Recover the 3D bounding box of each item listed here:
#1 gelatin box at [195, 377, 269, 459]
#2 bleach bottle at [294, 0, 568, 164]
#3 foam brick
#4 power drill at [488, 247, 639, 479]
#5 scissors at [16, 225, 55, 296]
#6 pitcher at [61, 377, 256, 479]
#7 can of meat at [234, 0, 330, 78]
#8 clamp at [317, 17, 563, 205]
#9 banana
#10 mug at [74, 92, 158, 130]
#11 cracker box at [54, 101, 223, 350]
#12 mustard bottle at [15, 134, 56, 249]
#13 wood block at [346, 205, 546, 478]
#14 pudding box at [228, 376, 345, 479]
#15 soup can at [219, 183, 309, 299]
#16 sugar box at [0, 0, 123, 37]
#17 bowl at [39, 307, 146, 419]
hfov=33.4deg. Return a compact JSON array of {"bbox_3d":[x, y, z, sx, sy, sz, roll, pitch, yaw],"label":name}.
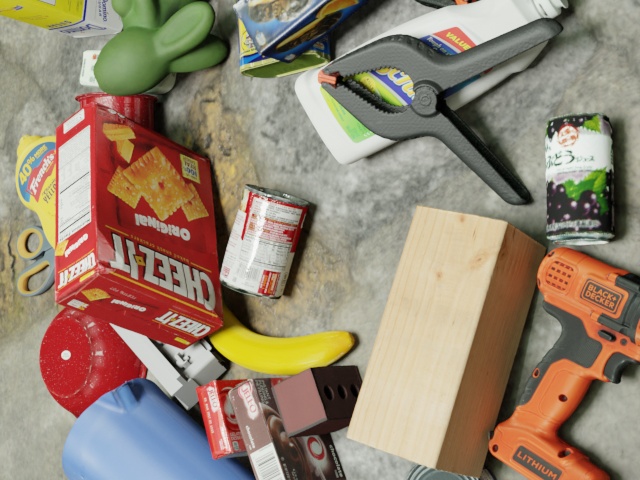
[{"bbox_3d":[-0.077,0.175,1.056,0.030,0.089,0.073,-26,70,32],"label":"gelatin box"},{"bbox_3d":[0.102,-0.166,0.965,0.251,0.068,0.102,-28,95,30],"label":"bleach bottle"},{"bbox_3d":[0.002,0.152,1.007,0.051,0.078,0.053,-30,70,30],"label":"foam brick"},{"bbox_3d":[0.230,0.118,0.853,0.185,0.057,0.188,29,100,39],"label":"power drill"},{"bbox_3d":[-0.312,-0.006,1.300,0.202,0.016,0.096,-39,63,27],"label":"scissors"},{"bbox_3d":[-0.137,0.262,1.080,0.243,0.149,0.145,32,89,32],"label":"pitcher"},{"bbox_3d":[-0.039,-0.217,1.091,0.102,0.057,0.084,-8,82,36],"label":"can of meat"},{"bbox_3d":[0.102,-0.134,0.920,0.210,0.036,0.165,20,117,13],"label":"clamp"},{"bbox_3d":[-0.054,0.101,1.079,0.198,0.037,0.069,16,96,37],"label":"banana"},{"bbox_3d":[-0.240,-0.120,1.212,0.117,0.093,0.081,-1,89,32],"label":"mug"},{"bbox_3d":[-0.182,-0.016,1.079,0.072,0.164,0.214,-32,50,30],"label":"cracker box"},{"bbox_3d":[-0.315,-0.071,1.276,0.096,0.058,0.192,-52,51,10],"label":"mustard bottle"},{"bbox_3d":[0.108,0.085,0.904,0.090,0.090,0.206,13,83,37],"label":"wood block"},{"bbox_3d":[-0.032,0.187,1.021,0.039,0.089,0.113,-31,68,32],"label":"pudding box"},{"bbox_3d":[-0.057,0.001,1.074,0.069,0.068,0.102,21,98,37],"label":"soup can"},{"bbox_3d":[-0.321,-0.276,1.236,0.094,0.175,0.048,4,85,38],"label":"sugar box"},{"bbox_3d":[-0.274,0.135,1.231,0.162,0.055,0.162,-5,82,36],"label":"bowl"}]
